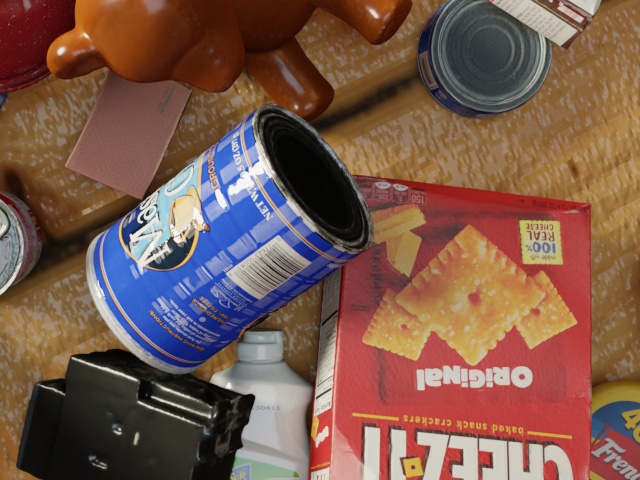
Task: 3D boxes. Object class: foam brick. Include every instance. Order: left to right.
[{"bbox_3d":[-0.119,-0.070,0.672,0.053,0.051,0.078,26,89,-10],"label":"foam brick"}]

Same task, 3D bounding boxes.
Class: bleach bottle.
[{"bbox_3d":[-0.030,0.183,0.691,0.102,0.068,0.251,0,90,-7],"label":"bleach bottle"}]

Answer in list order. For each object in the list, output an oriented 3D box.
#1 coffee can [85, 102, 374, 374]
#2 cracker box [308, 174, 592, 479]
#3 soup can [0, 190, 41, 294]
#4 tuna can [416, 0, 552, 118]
[{"bbox_3d":[-0.054,0.001,0.632,0.140,0.102,0.103,-36,98,23],"label":"coffee can"},{"bbox_3d":[0.083,0.074,0.669,0.164,0.072,0.213,7,72,-9],"label":"cracker box"},{"bbox_3d":[-0.205,0.002,0.637,0.068,0.102,0.068,0,92,-8],"label":"soup can"},{"bbox_3d":[0.110,-0.125,0.712,0.086,0.034,0.086,0,92,-8],"label":"tuna can"}]
